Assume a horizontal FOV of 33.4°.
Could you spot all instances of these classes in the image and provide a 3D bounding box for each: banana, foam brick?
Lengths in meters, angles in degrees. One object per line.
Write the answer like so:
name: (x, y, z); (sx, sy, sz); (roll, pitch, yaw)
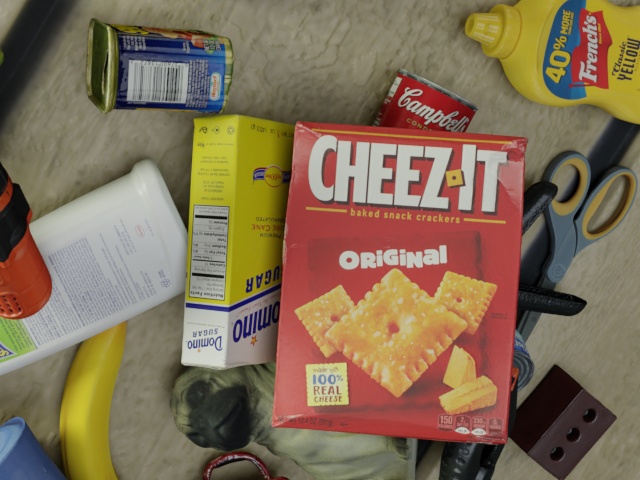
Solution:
banana: (-0.171, 0.153, 0.835); (0.069, 0.037, 0.198); (-20, 113, -32)
foam brick: (0.212, 0.162, 0.947); (0.053, 0.051, 0.078); (39, 91, -24)

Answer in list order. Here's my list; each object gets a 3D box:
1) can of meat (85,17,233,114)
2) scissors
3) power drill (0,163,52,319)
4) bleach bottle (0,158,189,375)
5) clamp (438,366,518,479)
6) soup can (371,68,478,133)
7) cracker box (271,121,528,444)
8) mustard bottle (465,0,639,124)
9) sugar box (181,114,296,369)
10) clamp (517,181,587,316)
can of meat: (-0.112, -0.119, 0.735); (0.083, 0.102, 0.057); (0, 105, -20)
scissors: (0.193, 0.009, 0.916); (0.096, 0.016, 0.202); (39, 92, -22)
power drill: (-0.277, -0.020, 0.670); (0.188, 0.057, 0.184); (3, 137, 13)
bleach bottle: (-0.215, 0.037, 0.771); (0.250, 0.068, 0.102); (-25, 108, -6)
clamp: (0.126, 0.191, 0.887); (0.164, 0.036, 0.210); (-11, 122, -59)
soup can: (0.068, -0.072, 0.824); (0.068, 0.068, 0.102); (24, 98, -22)
cracker box: (0.056, 0.030, 0.751); (0.164, 0.072, 0.214); (4, 88, 4)
mustard bottle: (0.203, -0.152, 0.848); (0.191, 0.058, 0.096); (8, 102, -19)
sugar box: (-0.055, 0.001, 0.773); (0.093, 0.048, 0.176); (-1, 91, -61)
clamp: (0.135, 0.020, 0.885); (0.171, 0.039, 0.120); (-12, 100, -9)
